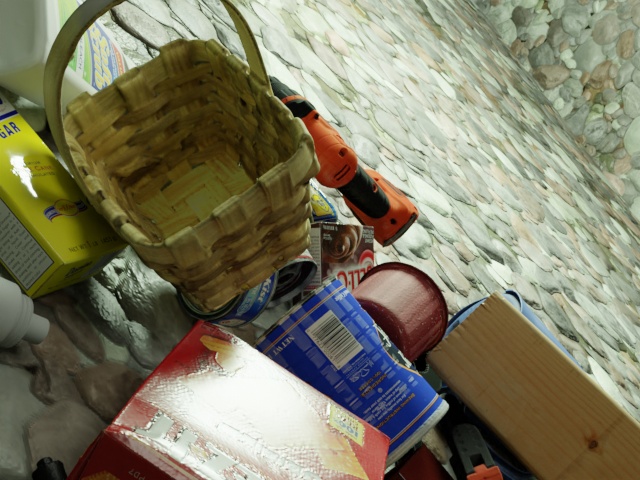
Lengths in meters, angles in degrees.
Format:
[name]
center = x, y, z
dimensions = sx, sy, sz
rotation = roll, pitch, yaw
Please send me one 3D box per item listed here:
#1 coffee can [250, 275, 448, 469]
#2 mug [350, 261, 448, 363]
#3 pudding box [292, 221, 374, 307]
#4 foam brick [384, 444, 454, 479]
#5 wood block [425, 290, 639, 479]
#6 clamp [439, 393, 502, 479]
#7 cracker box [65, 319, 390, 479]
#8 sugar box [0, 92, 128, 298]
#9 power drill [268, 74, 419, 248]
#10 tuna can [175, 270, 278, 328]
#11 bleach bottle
[coffee can]
center = 0.019, 0.114, 0.861
dimensions = 0.140, 0.103, 0.102
rotation = 49, 21, 6
[mug]
center = 0.057, 0.086, 0.942
dimensions = 0.081, 0.093, 0.117
rotation = -34, 117, -56
[pudding box]
center = 0.014, 0.030, 1.032
dimensions = 0.113, 0.039, 0.090
rotation = 3, 84, -58
[foam brick]
center = 0.072, 0.209, 0.863
dimensions = 0.051, 0.053, 0.078
rotation = 51, 22, 9
[wood block]
center = 0.197, 0.152, 0.914
dimensions = 0.206, 0.091, 0.090
rotation = 46, -1, 32
[clamp]
center = 0.136, 0.204, 0.925
dimensions = 0.120, 0.039, 0.171
rotation = 63, 3, -4
[cracker box]
center = -0.047, 0.142, 0.655
dimensions = 0.164, 0.072, 0.213
rotation = 33, 14, 0
[sugar box]
center = -0.223, -0.045, 0.759
dimensions = 0.176, 0.048, 0.093
rotation = 51, 19, 5
[power drill]
center = 0.012, -0.082, 1.112
dimensions = 0.187, 0.057, 0.185
rotation = 39, 10, -45
[tuna can]
center = -0.077, 0.026, 0.858
dimensions = 0.033, 0.086, 0.086
rotation = 17, 36, -50
[bleach bottle]
center = -0.204, -0.152, 0.892
dimensions = 0.250, 0.068, 0.102
rotation = 28, 55, -76
